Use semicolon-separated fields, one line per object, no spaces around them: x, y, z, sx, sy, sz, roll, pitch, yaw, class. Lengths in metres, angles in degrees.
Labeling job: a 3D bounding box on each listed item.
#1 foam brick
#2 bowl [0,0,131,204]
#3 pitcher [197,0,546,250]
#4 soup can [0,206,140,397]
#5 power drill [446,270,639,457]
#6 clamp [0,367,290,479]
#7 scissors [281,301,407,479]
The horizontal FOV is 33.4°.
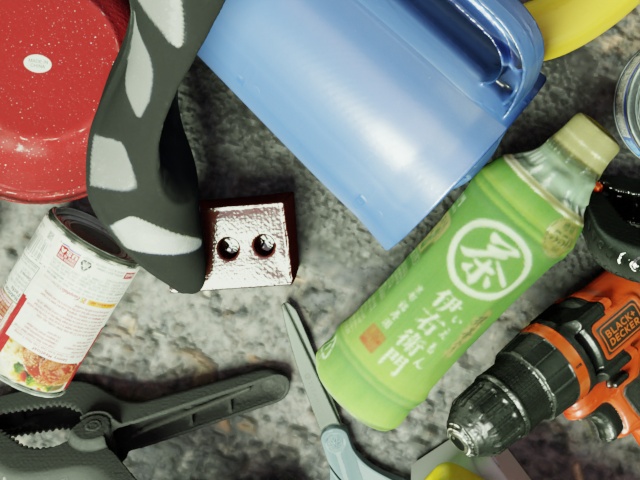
-0.054;0.001;0.667;0.078;0.051;0.053;-5;99;4;foam brick
-0.166;-0.102;0.629;0.162;0.055;0.162;0;91;-16;bowl
0.004;-0.125;0.601;0.243;0.145;0.149;43;103;-1;pitcher
-0.165;0.038;0.671;0.068;0.068;0.102;32;99;-2;soup can
0.179;0.122;0.638;0.184;0.057;0.187;-34;101;-22;power drill
-0.130;0.123;0.671;0.210;0.164;0.036;9;126;23;clamp
0.030;0.136;0.700;0.096;0.016;0.202;-3;100;7;scissors
